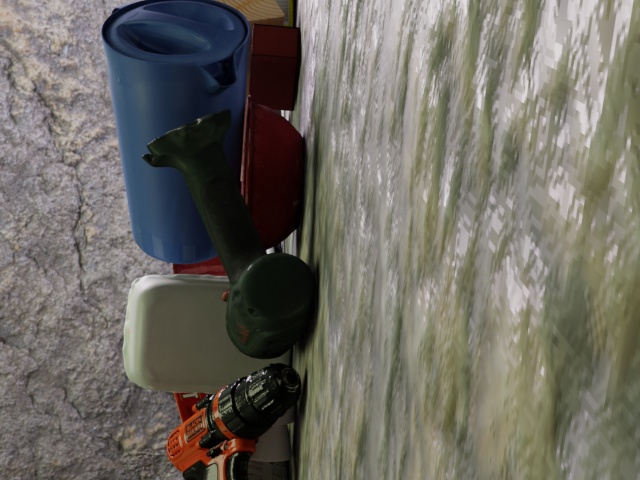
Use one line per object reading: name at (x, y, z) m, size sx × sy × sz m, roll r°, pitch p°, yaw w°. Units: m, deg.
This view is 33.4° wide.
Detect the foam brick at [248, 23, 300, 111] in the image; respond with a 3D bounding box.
foam brick at (-0.050, -0.186, 1.147) m, size 0.078 × 0.051 × 0.053 m, roll 99°, pitch 173°, yaw -50°

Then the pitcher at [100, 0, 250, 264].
pitcher at (-0.140, -0.105, 1.028) m, size 0.149 × 0.145 × 0.243 m, roll -82°, pitch -3°, yaw -52°

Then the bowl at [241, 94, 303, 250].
bowl at (-0.047, -0.058, 1.032) m, size 0.162 × 0.055 × 0.162 m, roll -178°, pitch 90°, yaw -85°

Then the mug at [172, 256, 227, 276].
mug at (-0.134, 0.020, 1.312) m, size 0.093 × 0.081 × 0.117 m, roll -88°, pitch -10°, yaw -51°

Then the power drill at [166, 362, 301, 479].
power drill at (-0.065, 0.211, 0.885) m, size 0.185 × 0.057 × 0.187 m, roll -41°, pitch 46°, yaw 45°
